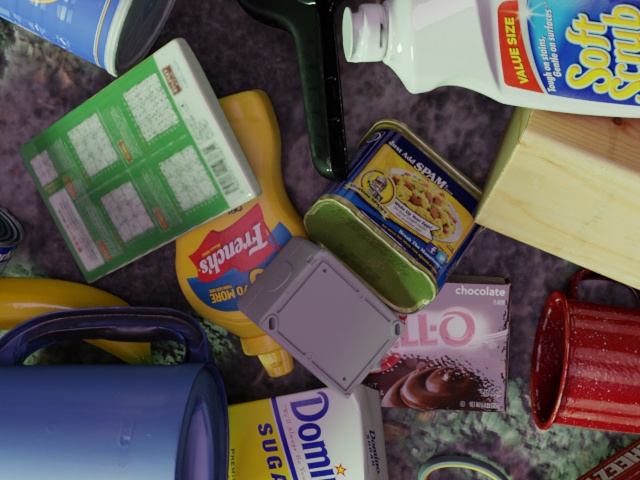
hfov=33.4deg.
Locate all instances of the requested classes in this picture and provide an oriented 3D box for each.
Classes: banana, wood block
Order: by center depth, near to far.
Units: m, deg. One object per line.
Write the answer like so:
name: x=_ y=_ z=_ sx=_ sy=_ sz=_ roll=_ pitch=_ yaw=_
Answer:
wood block: x=0.214 y=-0.028 z=0.661 sx=0.206 sy=0.090 sz=0.090 roll=23 pitch=140 yaw=2
banana: x=-0.203 y=0.055 z=0.740 sx=0.197 sy=0.069 sz=0.037 roll=10 pitch=131 yaw=-8

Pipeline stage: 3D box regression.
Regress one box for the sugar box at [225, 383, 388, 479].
sugar box: x=-0.043 y=0.156 z=0.718 sx=0.176 sy=0.048 sz=0.093 roll=-16 pitch=67 yaw=24

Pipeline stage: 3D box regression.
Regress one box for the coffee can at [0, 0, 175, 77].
coffee can: x=-0.169 y=-0.181 z=0.684 sx=0.140 sy=0.102 sz=0.103 roll=27 pitch=101 yaw=1

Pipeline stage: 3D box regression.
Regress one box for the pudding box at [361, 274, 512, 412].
pudding box: x=0.073 y=0.068 z=0.733 sx=0.113 sy=0.039 sz=0.090 roll=2 pitch=99 yaw=6

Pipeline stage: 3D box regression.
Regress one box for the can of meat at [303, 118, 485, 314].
can of meat: x=0.050 y=-0.015 z=0.691 sx=0.102 sy=0.083 sz=0.058 roll=40 pitch=144 yaw=-2

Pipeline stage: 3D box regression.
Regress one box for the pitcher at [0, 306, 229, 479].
pitcher: x=-0.180 y=0.126 z=0.658 sx=0.243 sy=0.149 sz=0.145 roll=2 pitch=106 yaw=8

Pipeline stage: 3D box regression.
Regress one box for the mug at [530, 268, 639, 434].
mug: x=0.190 y=0.073 z=0.705 sx=0.081 sy=0.093 sz=0.117 roll=7 pitch=63 yaw=-1

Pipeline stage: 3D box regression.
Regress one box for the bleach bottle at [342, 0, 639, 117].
bleach bottle: x=0.137 y=-0.110 z=0.594 sx=0.250 sy=0.068 sz=0.103 roll=-3 pitch=128 yaw=-8

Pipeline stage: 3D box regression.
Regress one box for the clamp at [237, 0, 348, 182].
clamp: x=-0.002 y=-0.150 z=0.667 sx=0.210 sy=0.036 sz=0.165 roll=42 pitch=102 yaw=24

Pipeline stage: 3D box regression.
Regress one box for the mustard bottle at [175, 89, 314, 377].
mustard bottle: x=-0.055 y=0.001 z=0.725 sx=0.096 sy=0.058 sz=0.191 roll=-16 pitch=98 yaw=9
